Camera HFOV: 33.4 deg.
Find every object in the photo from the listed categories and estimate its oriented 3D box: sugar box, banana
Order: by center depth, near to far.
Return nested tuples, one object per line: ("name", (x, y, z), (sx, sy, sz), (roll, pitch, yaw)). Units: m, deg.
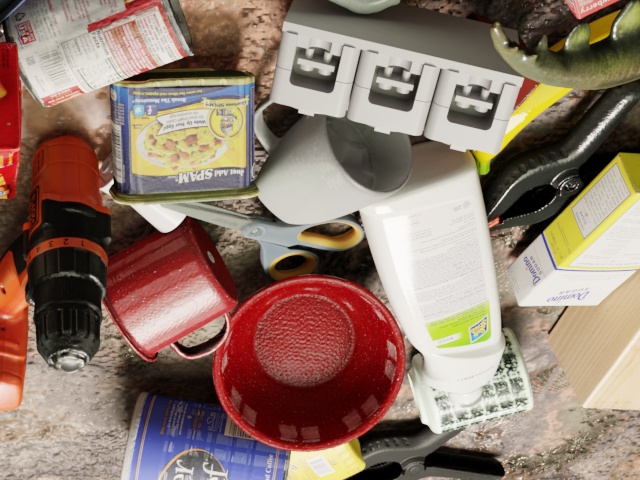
("banana", (0.178, -0.122, 0.805), (0.198, 0.037, 0.069), (-38, 163, 23))
("sugar box", (0.241, -0.005, 0.898), (0.093, 0.048, 0.176), (1, 149, -26))

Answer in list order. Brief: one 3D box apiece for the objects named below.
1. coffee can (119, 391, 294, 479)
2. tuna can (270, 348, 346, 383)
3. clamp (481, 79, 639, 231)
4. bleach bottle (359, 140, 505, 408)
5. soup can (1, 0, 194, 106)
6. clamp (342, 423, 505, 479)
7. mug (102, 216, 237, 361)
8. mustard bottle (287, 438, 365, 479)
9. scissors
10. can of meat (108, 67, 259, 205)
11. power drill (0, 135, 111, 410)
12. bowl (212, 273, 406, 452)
("coffee can", (-0.100, 0.196, 0.950), (0.140, 0.102, 0.103), (9, 132, -2))
("tuna can", (-0.012, 0.123, 0.981), (0.086, 0.034, 0.086), (-9, 135, -9))
("clamp", (0.198, -0.065, 0.861), (0.171, 0.039, 0.120), (-26, 136, 4))
("bleach bottle", (0.096, 0.043, 0.882), (0.102, 0.068, 0.251), (-17, 124, -3))
("soup can", (-0.139, -0.132, 0.672), (0.102, 0.068, 0.068), (-20, 135, 3))
("clamp", (0.098, 0.215, 1.102), (0.210, 0.036, 0.164), (-10, 135, -8))
("mug", (-0.111, 0.043, 0.831), (0.081, 0.093, 0.117), (-29, 116, 4))
("mustard bottle", (-0.059, 0.225, 1.048), (0.192, 0.058, 0.096), (-25, 133, 7))
("scissors", (-0.055, 0.001, 0.834), (0.201, 0.016, 0.096), (2, 141, -36))
("can of meat", (-0.094, -0.073, 0.730), (0.102, 0.057, 0.084), (-5, 108, -18))
("power drill", (-0.204, 0.045, 0.755), (0.057, 0.184, 0.188), (17, 135, -30))
("bowl", (-0.011, 0.096, 0.907), (0.162, 0.055, 0.162), (-2, 108, -6))
